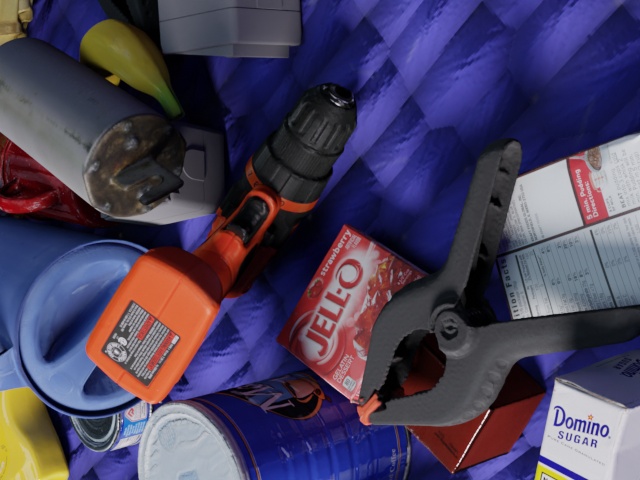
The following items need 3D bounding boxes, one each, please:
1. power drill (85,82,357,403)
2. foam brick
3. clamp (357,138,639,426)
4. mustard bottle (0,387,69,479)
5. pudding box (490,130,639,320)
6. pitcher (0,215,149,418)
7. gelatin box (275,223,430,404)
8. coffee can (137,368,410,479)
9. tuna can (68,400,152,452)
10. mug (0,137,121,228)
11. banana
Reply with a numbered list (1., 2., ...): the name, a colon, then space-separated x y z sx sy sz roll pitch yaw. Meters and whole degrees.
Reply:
1. power drill: -0.054 0.001 0.651 0.057 0.187 0.185 36 126 4
2. foam brick: 0.077 0.086 0.616 0.078 0.051 0.053 45 126 33
3. clamp: 0.075 0.032 0.557 0.172 0.039 0.120 -38 61 31
4. mustard bottle: -0.301 0.152 1.013 0.096 0.058 0.192 -39 68 42
5. pudding box: 0.141 0.000 0.547 0.114 0.039 0.090 -23 80 47
6. pitcher: -0.233 0.051 0.856 0.243 0.149 0.145 14 80 52
7. gelatin box: 0.023 0.046 0.659 0.073 0.030 0.089 34 94 38
8. coffee can: -0.027 0.137 0.667 0.103 0.140 0.103 9 102 45
9. tuna can: -0.180 0.134 0.902 0.086 0.033 0.086 9 102 45
10. mug: -0.200 -0.050 0.840 0.082 0.117 0.093 13 120 39
11. banana: -0.151 -0.128 0.785 0.198 0.037 0.069 27 129 62
